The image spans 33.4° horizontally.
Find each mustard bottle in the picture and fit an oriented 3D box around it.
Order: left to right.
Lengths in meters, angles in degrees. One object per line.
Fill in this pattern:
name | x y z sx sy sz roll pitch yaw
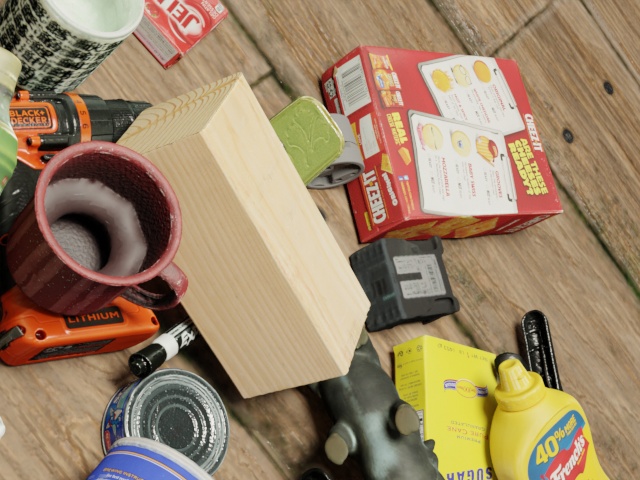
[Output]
mustard bottle | 0.190 0.182 0.891 0.096 0.058 0.191 -35 110 -29

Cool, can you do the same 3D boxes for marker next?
marker | -0.099 0.068 0.765 0.020 0.020 0.121 58 31 -3

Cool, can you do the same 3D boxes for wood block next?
wood block | -0.055 0.001 0.756 0.206 0.091 0.090 60 29 -25

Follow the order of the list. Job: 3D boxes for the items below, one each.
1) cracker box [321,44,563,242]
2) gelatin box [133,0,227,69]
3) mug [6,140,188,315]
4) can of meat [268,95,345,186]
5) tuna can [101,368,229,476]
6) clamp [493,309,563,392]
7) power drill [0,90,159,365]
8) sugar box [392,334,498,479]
cracker box | 0.113 -0.087 0.992 0.213 0.072 0.164 -3 74 -41
gelatin box | -0.129 -0.196 0.872 0.089 0.030 0.073 48 49 -12
mug | -0.135 0.004 0.665 0.117 0.082 0.093 36 53 -15
can of meat | -0.043 -0.059 0.844 0.057 0.084 0.101 53 48 -8
tuna can | -0.106 0.133 0.743 0.086 0.034 0.086 16 61 -33
clamp | 0.201 0.155 0.960 0.120 0.039 0.171 -18 88 -56
power drill | -0.173 -0.015 0.742 0.184 0.057 0.188 -7 73 -37
sugar box | 0.108 0.175 0.889 0.093 0.048 0.176 17 59 -36
